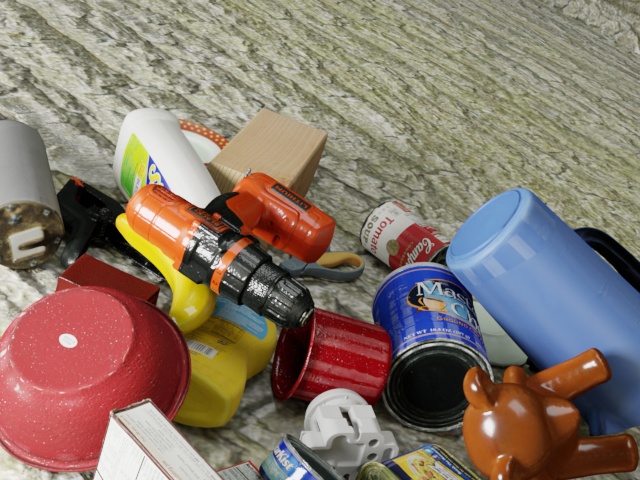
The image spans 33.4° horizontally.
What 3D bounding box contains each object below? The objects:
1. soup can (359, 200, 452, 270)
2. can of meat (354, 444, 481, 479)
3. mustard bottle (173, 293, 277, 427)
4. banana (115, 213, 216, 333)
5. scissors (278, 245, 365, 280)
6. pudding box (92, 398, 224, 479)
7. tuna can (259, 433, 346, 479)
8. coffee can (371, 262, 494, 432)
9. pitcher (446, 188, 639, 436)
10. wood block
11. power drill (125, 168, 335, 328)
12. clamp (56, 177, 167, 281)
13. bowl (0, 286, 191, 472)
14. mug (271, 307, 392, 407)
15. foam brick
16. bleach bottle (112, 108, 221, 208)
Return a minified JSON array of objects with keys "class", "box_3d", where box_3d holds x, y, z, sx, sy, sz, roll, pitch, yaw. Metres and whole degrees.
[{"class":"soup can","box_3d":[0.103,0.007,1.231,0.068,0.069,0.102,-10,39,-46]},{"class":"can of meat","box_3d":[0.087,0.211,0.839,0.102,0.057,0.083,39,29,31]},{"class":"mustard bottle","box_3d":[-0.091,0.089,0.941,0.096,0.058,0.191,19,26,9]},{"class":"banana","box_3d":[-0.131,0.026,0.936,0.069,0.037,0.198,11,24,-25]},{"class":"scissors","box_3d":[-0.040,0.021,1.159,0.201,0.016,0.096,-1,32,-37]},{"class":"pudding box","box_3d":[-0.108,0.178,0.721,0.039,0.090,0.114,-11,40,-46]},{"class":"tuna can","box_3d":[-0.005,0.186,0.800,0.086,0.034,0.086,42,-1,1]},{"class":"coffee can","box_3d":[0.103,0.098,1.014,0.102,0.103,0.140,16,27,-9]},{"class":"pitcher","box_3d":[0.244,0.058,1.047,0.242,0.145,0.149,44,15,-13]},{"class":"wood block","box_3d":[-0.067,-0.071,1.231,0.091,0.090,0.206,22,26,4]},{"class":"power drill","box_3d":[-0.056,0.001,0.945,0.184,0.057,0.187,35,20,14]},{"class":"clamp","box_3d":[-0.212,-0.009,1.067,0.120,0.039,0.171,17,24,-31]},{"class":"bowl","box_3d":[-0.180,0.089,0.797,0.162,0.055,0.162,-2,50,2]},{"class":"mug","box_3d":[0.007,0.107,0.960,0.081,0.093,0.117,17,-11,-19]},{"class":"foam brick","box_3d":[-0.190,0.057,0.938,0.078,0.051,0.053,24,27,7]},{"class":"bleach bottle","box_3d":[-0.137,-0.035,1.095,0.067,0.103,0.251,0,33,-34]}]
